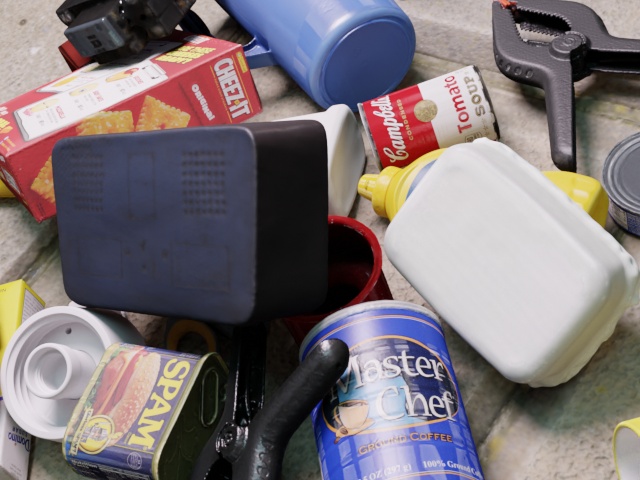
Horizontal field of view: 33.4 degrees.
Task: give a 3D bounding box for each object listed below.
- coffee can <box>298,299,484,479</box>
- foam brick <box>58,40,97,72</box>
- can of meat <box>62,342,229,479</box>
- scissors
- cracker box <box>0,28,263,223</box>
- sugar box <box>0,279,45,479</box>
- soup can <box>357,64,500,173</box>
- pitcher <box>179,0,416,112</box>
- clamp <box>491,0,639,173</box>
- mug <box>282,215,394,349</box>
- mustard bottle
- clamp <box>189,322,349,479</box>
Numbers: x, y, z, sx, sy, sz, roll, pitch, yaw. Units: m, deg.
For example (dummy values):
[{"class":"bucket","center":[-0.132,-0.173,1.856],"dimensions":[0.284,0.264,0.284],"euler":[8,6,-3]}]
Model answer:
[{"class":"coffee can","center":[0.046,0.125,0.696],"dimensions":[0.103,0.102,0.140],"euler":[-18,50,7]},{"class":"foam brick","center":[-0.207,-0.162,1.033],"dimensions":[0.051,0.078,0.053],"euler":[-35,50,-12]},{"class":"can of meat","center":[-0.119,0.122,0.739],"dimensions":[0.084,0.057,0.102],"euler":[6,54,26]},{"class":"scissors","center":[-0.130,0.050,0.878],"dimensions":[0.202,0.016,0.096],"euler":[20,63,32]},{"class":"cracker box","center":[-0.180,-0.106,0.926],"dimensions":[0.213,0.072,0.164],"euler":[-28,27,-19]},{"class":"sugar box","center":[-0.278,0.122,0.858],"dimensions":[0.093,0.048,0.176],"euler":[-16,48,12]},{"class":"soup can","center":[0.089,-0.096,0.875],"dimensions":[0.102,0.068,0.068],"euler":[-18,49,6]},{"class":"pitcher","center":[-0.027,-0.219,0.982],"dimensions":[0.144,0.149,0.243],"euler":[-2,40,-37]},{"class":"clamp","center":[0.214,-0.149,0.861],"dimensions":[0.164,0.036,0.210],"euler":[-26,45,-5]},{"class":"mug","center":[-0.001,0.042,0.793],"dimensions":[0.117,0.081,0.093],"euler":[3,55,22]},{"class":"mustard bottle","center":[0.112,-0.020,0.810],"dimensions":[0.192,0.058,0.096],"euler":[18,84,32]},{"class":"clamp","center":[-0.050,0.127,0.702],"dimensions":[0.171,0.039,0.120],"euler":[-62,27,-2]}]
